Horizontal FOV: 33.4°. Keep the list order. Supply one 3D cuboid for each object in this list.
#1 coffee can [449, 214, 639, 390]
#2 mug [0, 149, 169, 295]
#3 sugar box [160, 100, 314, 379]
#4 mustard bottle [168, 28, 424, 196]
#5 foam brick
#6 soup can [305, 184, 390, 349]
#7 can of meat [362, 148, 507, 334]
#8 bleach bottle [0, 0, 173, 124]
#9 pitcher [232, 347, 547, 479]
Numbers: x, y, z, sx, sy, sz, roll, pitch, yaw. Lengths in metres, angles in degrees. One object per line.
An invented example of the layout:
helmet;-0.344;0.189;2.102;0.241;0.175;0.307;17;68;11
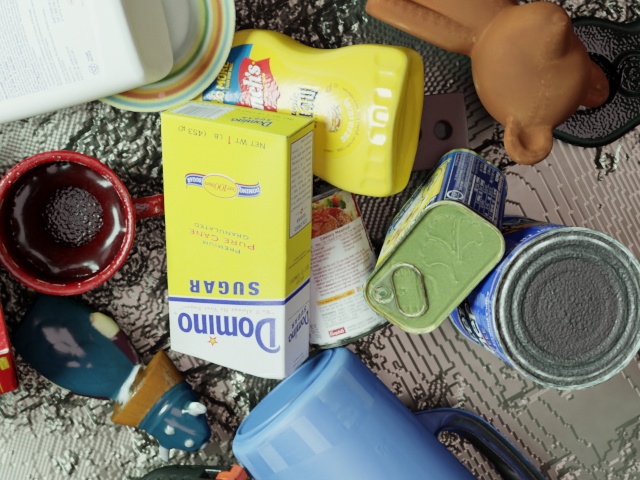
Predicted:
coffee can;0.148;0.037;0.726;0.102;0.140;0.103;0;94;-6
mug;-0.157;-0.017;0.720;0.117;0.081;0.093;-13;95;-5
sugar box;-0.055;0.001;0.704;0.093;0.048;0.176;13;116;23
mustard bottle;-0.030;-0.091;0.715;0.192;0.058;0.096;12;106;23
foam brick;0.060;-0.075;0.754;0.078;0.051;0.053;-7;95;-5
soup can;0.007;0.016;0.747;0.068;0.068;0.102;-21;97;-4
can of meat;0.079;-0.002;0.708;0.057;0.083;0.102;33;123;-7
bleach bottle;-0.225;-0.123;0.684;0.251;0.068;0.102;-10;103;17
pitcher;0.061;0.188;0.744;0.145;0.149;0.243;-40;94;18
